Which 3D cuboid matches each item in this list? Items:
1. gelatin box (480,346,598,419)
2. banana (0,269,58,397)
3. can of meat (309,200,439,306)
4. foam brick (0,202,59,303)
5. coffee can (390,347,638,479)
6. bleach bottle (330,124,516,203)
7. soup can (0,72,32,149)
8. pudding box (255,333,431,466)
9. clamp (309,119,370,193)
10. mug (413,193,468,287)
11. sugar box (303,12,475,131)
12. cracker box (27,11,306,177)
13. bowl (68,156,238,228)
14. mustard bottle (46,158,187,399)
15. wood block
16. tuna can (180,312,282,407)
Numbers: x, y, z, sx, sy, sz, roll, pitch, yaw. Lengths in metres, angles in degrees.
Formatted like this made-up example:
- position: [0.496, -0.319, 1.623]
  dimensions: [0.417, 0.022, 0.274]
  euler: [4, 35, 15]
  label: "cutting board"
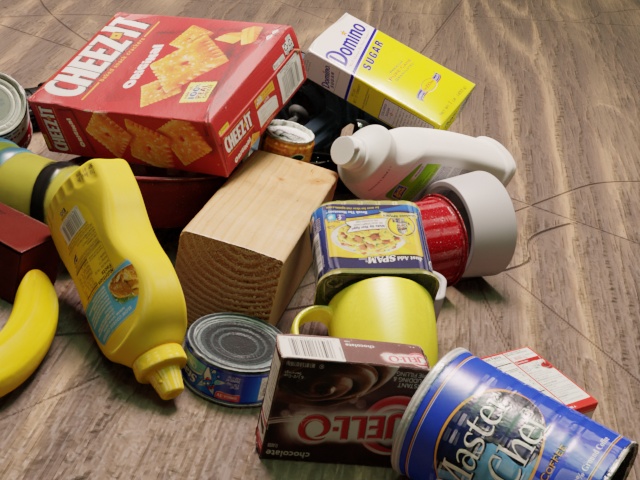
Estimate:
- position: [0.174, 0.129, 0.896]
  dimensions: [0.073, 0.030, 0.089]
  euler: [-10, 35, -36]
  label: "gelatin box"
- position: [-0.237, 0.075, 0.784]
  dimensions: [0.069, 0.037, 0.197]
  euler: [41, 27, 1]
  label: "banana"
- position: [0.042, 0.013, 0.896]
  dimensions: [0.102, 0.057, 0.084]
  euler: [0, 49, -9]
  label: "can of meat"
- position: [-0.265, 0.009, 0.899]
  dimensions: [0.078, 0.051, 0.052]
  euler: [25, 28, 21]
  label: "foam brick"
- position: [0.135, 0.152, 0.751]
  dimensions: [0.140, 0.103, 0.102]
  euler: [28, 30, 25]
  label: "coffee can"
- position: [0.102, -0.078, 1.110]
  dimensions: [0.250, 0.103, 0.068]
  euler: [10, 33, -52]
  label: "bleach bottle"
- position: [-0.321, -0.121, 1.052]
  dimensions: [0.068, 0.068, 0.102]
  euler: [8, -11, -12]
  label: "soup can"
- position: [0.015, 0.117, 0.778]
  dimensions: [0.113, 0.090, 0.039]
  euler: [7, 26, -11]
  label: "pudding box"
- position: [0.020, -0.081, 1.162]
  dimensions: [0.120, 0.039, 0.171]
  euler: [-8, -20, 18]
  label: "clamp"
- position: [0.076, 0.006, 1.038]
  dimensions: [0.081, 0.093, 0.117]
  euler: [-9, 3, -30]
  label: "mug"
- position: [0.075, -0.182, 1.201]
  dimensions: [0.176, 0.048, 0.093]
  euler: [33, 50, 10]
  label: "sugar box"
- position: [-0.146, -0.147, 1.025]
  dimensions: [0.214, 0.072, 0.164]
  euler: [11, 46, 27]
  label: "cracker box"
- position: [-0.161, -0.048, 1.026]
  dimensions: [0.162, 0.055, 0.162]
  euler: [4, 12, -1]
  label: "bowl"
- position: [-0.151, 0.037, 0.832]
  dimensions: [0.058, 0.096, 0.192]
  euler: [-3, 58, -45]
  label: "mustard bottle"
- position: [-0.057, 0.001, 0.968]
  dimensions: [0.090, 0.091, 0.206]
  euler: [17, 27, 7]
  label: "wood block"
- position: [-0.067, 0.093, 0.847]
  dimensions: [0.086, 0.034, 0.086]
  euler: [11, 27, -6]
  label: "tuna can"
